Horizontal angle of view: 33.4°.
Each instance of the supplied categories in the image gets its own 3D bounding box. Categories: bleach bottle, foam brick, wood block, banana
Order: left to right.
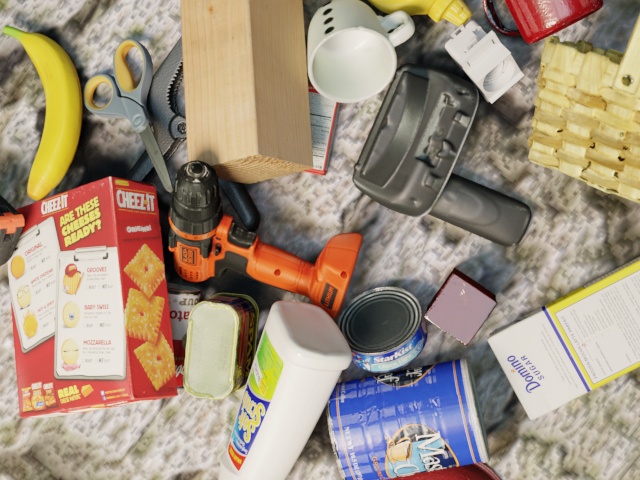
[{"bbox_3d":[-0.281,-0.137,1.110,0.069,0.037,0.198,-13,73,-2],"label":"banana"},{"bbox_3d":[-0.073,-0.168,1.036,0.090,0.090,0.206,-11,79,37],"label":"wood block"},{"bbox_3d":[-0.049,0.188,1.048,0.068,0.103,0.251,10,115,-25],"label":"bleach bottle"},{"bbox_3d":[0.137,0.064,1.043,0.051,0.078,0.053,34,96,5],"label":"foam brick"}]

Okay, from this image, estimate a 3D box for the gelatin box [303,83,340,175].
[{"bbox_3d":[-0.022,-0.116,1.088,0.073,0.030,0.089,11,93,7],"label":"gelatin box"}]

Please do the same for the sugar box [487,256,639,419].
[{"bbox_3d":[0.262,0.094,1.041,0.176,0.048,0.093,-28,87,12],"label":"sugar box"}]

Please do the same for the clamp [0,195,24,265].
[{"bbox_3d":[-0.354,0.002,1.102,0.172,0.039,0.120,3,106,51],"label":"clamp"}]

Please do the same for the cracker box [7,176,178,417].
[{"bbox_3d":[-0.230,0.061,1.061,0.164,0.072,0.214,-15,77,34],"label":"cracker box"}]

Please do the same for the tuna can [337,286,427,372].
[{"bbox_3d":[0.062,0.088,1.053,0.086,0.086,0.033,-15,132,9],"label":"tuna can"}]

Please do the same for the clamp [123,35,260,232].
[{"bbox_3d":[-0.147,-0.110,1.104,0.164,0.036,0.210,-2,91,9],"label":"clamp"}]

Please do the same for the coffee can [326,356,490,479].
[{"bbox_3d":[0.086,0.177,1.041,0.140,0.102,0.103,-12,89,9],"label":"coffee can"}]

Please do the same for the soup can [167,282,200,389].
[{"bbox_3d":[-0.163,0.096,1.096,0.068,0.068,0.102,9,92,9],"label":"soup can"}]

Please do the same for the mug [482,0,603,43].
[{"bbox_3d":[0.208,-0.237,1.026,0.117,0.093,0.081,-24,93,39],"label":"mug"}]

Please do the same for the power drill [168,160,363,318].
[{"bbox_3d":[-0.057,0.001,1.035,0.187,0.184,0.057,19,61,4],"label":"power drill"}]

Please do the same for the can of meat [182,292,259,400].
[{"bbox_3d":[-0.101,0.107,1.078,0.057,0.084,0.102,5,92,9],"label":"can of meat"}]

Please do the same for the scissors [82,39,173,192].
[{"bbox_3d":[-0.197,-0.116,1.080,0.096,0.016,0.202,-25,59,23],"label":"scissors"}]
